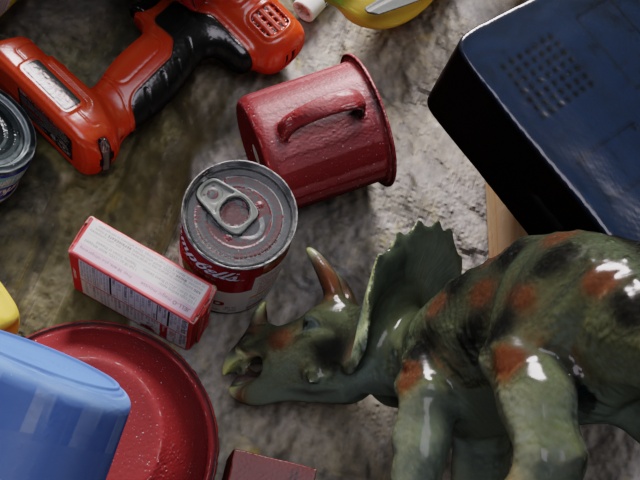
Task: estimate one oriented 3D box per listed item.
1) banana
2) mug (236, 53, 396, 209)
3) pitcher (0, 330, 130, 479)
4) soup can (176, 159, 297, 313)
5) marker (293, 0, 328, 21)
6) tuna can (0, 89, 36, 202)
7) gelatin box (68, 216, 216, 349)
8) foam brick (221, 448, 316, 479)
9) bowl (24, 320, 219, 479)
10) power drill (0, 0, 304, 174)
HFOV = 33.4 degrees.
[{"bbox_3d":[0.073,-0.213,0.782,0.037,0.069,0.197,16,55,40],"label":"banana"},{"bbox_3d":[-0.004,-0.069,0.691,0.081,0.117,0.093,-19,84,-10],"label":"mug"},{"bbox_3d":[-0.197,0.166,0.538,0.149,0.145,0.243,23,86,-3],"label":"pitcher"},{"bbox_3d":[-0.054,0.001,0.662,0.068,0.102,0.068,3,71,-9],"label":"soup can"},{"bbox_3d":[0.024,-0.208,0.793,0.020,0.020,0.121,39,70,5],"label":"marker"},{"bbox_3d":[-0.224,-0.064,0.672,0.086,0.034,0.086,25,39,-23],"label":"tuna can"},{"bbox_3d":[-0.109,0.028,0.659,0.089,0.073,0.030,29,69,1],"label":"gelatin box"},{"bbox_3d":[-0.037,0.170,0.633,0.053,0.051,0.078,15,69,-5],"label":"foam brick"},{"bbox_3d":[-0.139,0.119,0.633,0.162,0.055,0.162,3,71,-8],"label":"bowl"},{"bbox_3d":[-0.131,-0.149,0.726,0.184,0.057,0.187,45,70,8],"label":"power drill"}]
